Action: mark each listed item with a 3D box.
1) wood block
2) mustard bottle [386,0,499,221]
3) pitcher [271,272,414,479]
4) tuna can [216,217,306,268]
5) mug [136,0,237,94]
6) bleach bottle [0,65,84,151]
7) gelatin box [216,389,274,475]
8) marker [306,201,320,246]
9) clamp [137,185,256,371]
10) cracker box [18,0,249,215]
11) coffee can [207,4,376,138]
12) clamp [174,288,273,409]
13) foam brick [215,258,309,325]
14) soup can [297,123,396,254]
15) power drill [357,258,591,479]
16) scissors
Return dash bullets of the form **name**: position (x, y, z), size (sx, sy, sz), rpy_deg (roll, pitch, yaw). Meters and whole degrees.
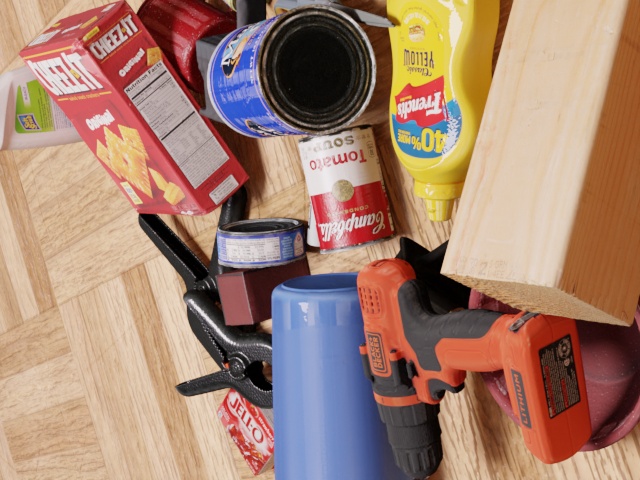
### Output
- **wood block**: position (0.160, -0.060, 0.670), size (0.090, 0.090, 0.206), rpy_deg (6, 76, 48)
- **mustard bottle**: position (0.094, -0.109, 0.831), size (0.096, 0.058, 0.192), rpy_deg (17, 114, 48)
- **pitcher**: position (0.015, 0.154, 0.965), size (0.149, 0.144, 0.243), rpy_deg (2, 99, 38)
- **tuna can**: position (-0.057, 0.001, 1.025), size (0.086, 0.085, 0.034), rpy_deg (9, 106, 49)
- **mug**: position (-0.119, -0.204, 1.047), size (0.082, 0.093, 0.117), rpy_deg (34, 89, 34)
- **bleach bottle**: position (-0.293, -0.151, 1.133), size (0.068, 0.250, 0.102), rpy_deg (-7, 95, 51)
- **gelatin box**: position (-0.070, 0.195, 1.145), size (0.089, 0.030, 0.073), rpy_deg (55, 137, 24)
- **marker**: position (0.001, -0.053, 0.991), size (0.020, 0.020, 0.121), rpy_deg (27, 121, 43)
- **clamp**: position (-0.124, 0.045, 1.154), size (0.165, 0.036, 0.210), rpy_deg (-4, 100, 42)
- **cracker box**: position (-0.189, -0.124, 1.067), size (0.164, 0.072, 0.213), rpy_deg (5, 135, 55)
- **coffee can**: position (-0.028, -0.139, 0.901), size (0.140, 0.102, 0.103), rpy_deg (-169, 69, -68)
- **clamp**: position (-0.081, 0.116, 1.098), size (0.172, 0.039, 0.120), rpy_deg (6, 111, 28)
- **foam brick**: position (-0.054, 0.049, 1.044), size (0.053, 0.078, 0.051), rpy_deg (-9, 94, 54)
- **soup can**: position (0.023, -0.045, 0.928), size (0.069, 0.068, 0.102), rpy_deg (-8, 96, 51)
- **power drill**: position (0.107, 0.108, 0.793), size (0.188, 0.057, 0.184), rpy_deg (5, 113, 50)
- **scissors**: position (-0.004, -0.210, 0.892), size (0.096, 0.016, 0.202), rpy_deg (58, 165, -16)
